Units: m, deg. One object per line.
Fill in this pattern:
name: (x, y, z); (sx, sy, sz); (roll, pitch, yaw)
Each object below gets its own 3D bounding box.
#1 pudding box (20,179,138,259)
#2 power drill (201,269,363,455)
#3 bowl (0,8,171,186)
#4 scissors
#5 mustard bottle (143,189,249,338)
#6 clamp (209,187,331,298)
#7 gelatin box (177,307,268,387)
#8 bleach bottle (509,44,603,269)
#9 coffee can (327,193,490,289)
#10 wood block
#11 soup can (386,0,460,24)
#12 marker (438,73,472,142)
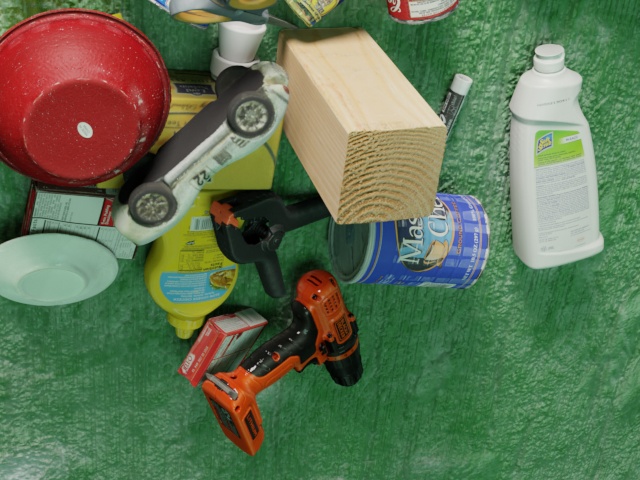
pudding box: (-0.224, -0.025, 1.019); (0.113, 0.039, 0.090); (6, 138, -21)
power drill: (-0.033, 0.144, 1.170); (0.187, 0.057, 0.184); (-43, 138, -23)
bowl: (-0.195, -0.101, 0.859); (0.162, 0.055, 0.162); (-10, 127, -14)
scissors: (-0.043, -0.194, 0.892); (0.201, 0.096, 0.016); (-12, 91, -55)
mustard bottle: (-0.129, 0.020, 1.083); (0.096, 0.058, 0.192); (-6, 125, -25)
clamp: (-0.057, 0.001, 1.066); (0.171, 0.039, 0.120); (10, 104, -54)
gelatin box: (-0.105, 0.113, 1.148); (0.073, 0.030, 0.089); (-58, 159, 21)
bleach bottle: (0.254, -0.092, 1.147); (0.102, 0.068, 0.251); (-15, 125, -10)
coffee can: (0.092, -0.003, 1.122); (0.140, 0.103, 0.103); (4, 121, -23)
wood block: (0.029, -0.109, 0.959); (0.090, 0.206, 0.091); (-5, 125, -17)
soup can: (0.087, -0.257, 0.966); (0.068, 0.068, 0.102); (-20, 127, -7)
marker: (0.127, -0.115, 1.110); (0.020, 0.020, 0.121); (7, 120, -24)
